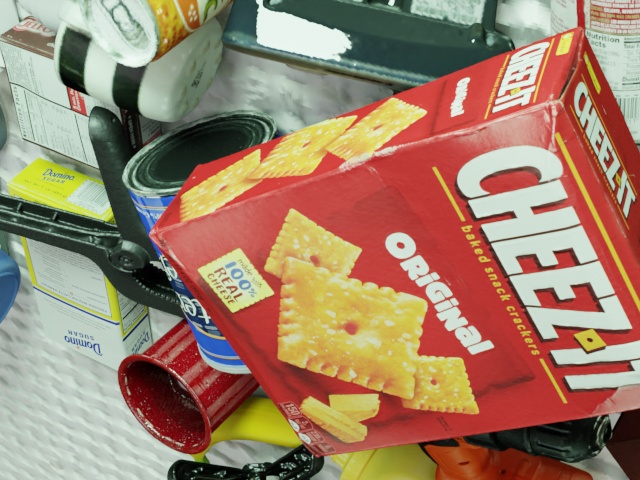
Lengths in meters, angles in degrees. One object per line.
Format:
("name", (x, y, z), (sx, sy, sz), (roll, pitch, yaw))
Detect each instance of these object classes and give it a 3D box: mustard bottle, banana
("mustard bottle", (0.088, 0.202, 0.792), (0.192, 0.058, 0.096), (32, 144, 13))
("banana", (-0.064, 0.158, 0.897), (0.069, 0.037, 0.198), (39, 145, -25))

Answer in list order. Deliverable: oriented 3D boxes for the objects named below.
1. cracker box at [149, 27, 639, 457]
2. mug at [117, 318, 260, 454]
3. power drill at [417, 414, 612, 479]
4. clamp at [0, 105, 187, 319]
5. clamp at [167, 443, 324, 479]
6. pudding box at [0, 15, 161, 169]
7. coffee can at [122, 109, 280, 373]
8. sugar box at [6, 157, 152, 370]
("cracker box", (0.051, 0.016, 0.506), (0.214, 0.072, 0.164), (-16, 120, 33))
("mug", (-0.100, 0.113, 0.842), (0.093, 0.081, 0.117), (35, 137, 15))
("power drill", (0.107, 0.122, 0.655), (0.185, 0.057, 0.187), (13, 153, 38))
("clamp", (-0.132, -0.005, 0.759), (0.209, 0.036, 0.165), (36, 137, -25))
("clamp", (-0.060, 0.200, 0.872), (0.120, 0.039, 0.171), (1, 153, -2))
("pudding box", (-0.167, -0.099, 0.749), (0.114, 0.039, 0.090), (23, 138, 24))
("coffee can", (-0.055, 0.001, 0.695), (0.103, 0.102, 0.140), (4, 127, 37))
("sugar box", (-0.193, 0.024, 0.873), (0.093, 0.048, 0.176), (22, 139, 20))
